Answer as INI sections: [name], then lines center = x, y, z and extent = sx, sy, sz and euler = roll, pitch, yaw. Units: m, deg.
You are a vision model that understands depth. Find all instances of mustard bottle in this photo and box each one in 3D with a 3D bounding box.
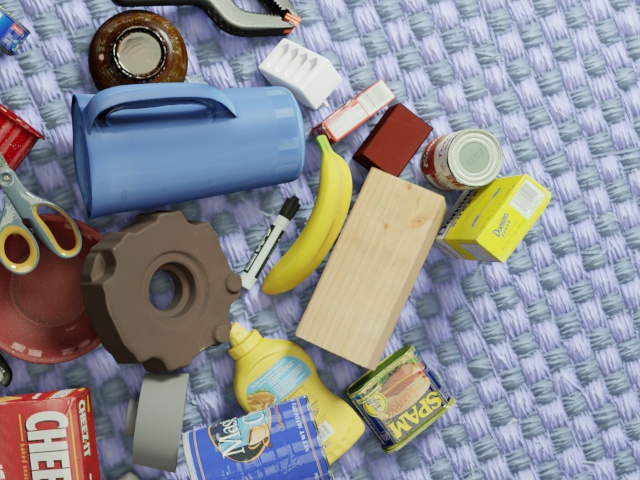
[mustard bottle]
center = -0.043, 0.171, 1.215
extent = 0.096, 0.058, 0.191
euler = -39, 98, -4

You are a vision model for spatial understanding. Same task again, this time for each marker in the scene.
[marker]
center = -0.058, 0.001, 1.230
extent = 0.020, 0.020, 0.121
euler = 32, 85, -10

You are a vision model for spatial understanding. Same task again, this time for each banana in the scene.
[banana]
center = -0.009, -0.015, 1.190
extent = 0.037, 0.070, 0.198
euler = 10, 110, -39

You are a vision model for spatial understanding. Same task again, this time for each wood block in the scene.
[wood block]
center = 0.059, 0.035, 1.206
extent = 0.090, 0.090, 0.206
euler = 24, 86, 13

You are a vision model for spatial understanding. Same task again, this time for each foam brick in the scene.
[foam brick]
center = 0.084, -0.113, 1.240
extent = 0.051, 0.053, 0.078
euler = 37, 84, -9

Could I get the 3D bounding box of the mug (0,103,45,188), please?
[mug]
center = -0.361, -0.108, 1.127
extent = 0.093, 0.117, 0.081
euler = 36, 88, 31

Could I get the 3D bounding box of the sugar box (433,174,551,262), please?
[sugar box]
center = 0.185, -0.024, 1.197
extent = 0.048, 0.176, 0.093
euler = 39, 83, -11

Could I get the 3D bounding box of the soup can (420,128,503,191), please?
[soup can]
center = 0.162, -0.092, 1.230
extent = 0.068, 0.102, 0.068
euler = 0, 91, -11

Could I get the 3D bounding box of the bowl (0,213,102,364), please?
[bowl]
center = -0.296, 0.052, 1.166
extent = 0.162, 0.055, 0.162
euler = 0, 91, -11

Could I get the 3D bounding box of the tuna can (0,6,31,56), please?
[tuna can]
center = -0.354, -0.235, 1.137
extent = 0.086, 0.086, 0.034
euler = 36, 85, -9

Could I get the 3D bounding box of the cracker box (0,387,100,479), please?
[cracker box]
center = -0.347, 0.251, 1.130
extent = 0.213, 0.072, 0.164
euler = -6, 91, 2

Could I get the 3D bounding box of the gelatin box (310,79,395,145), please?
[gelatin box]
center = 0.035, -0.145, 1.220
extent = 0.089, 0.073, 0.030
euler = -37, 96, -8

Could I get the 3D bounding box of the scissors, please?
[scissors]
center = -0.334, -0.046, 1.103
extent = 0.096, 0.016, 0.201
euler = -43, 109, -1

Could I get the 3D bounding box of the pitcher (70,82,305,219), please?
[pitcher]
center = -0.142, -0.108, 1.146
extent = 0.242, 0.149, 0.145
euler = -9, 107, -17

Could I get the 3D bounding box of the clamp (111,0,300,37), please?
[clamp]
center = -0.117, -0.299, 1.200
extent = 0.209, 0.036, 0.164
euler = 20, 70, -18

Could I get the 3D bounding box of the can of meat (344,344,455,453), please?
[can of meat]
center = 0.091, 0.182, 1.243
extent = 0.102, 0.057, 0.084
euler = -36, 94, -9

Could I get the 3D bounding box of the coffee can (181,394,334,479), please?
[coffee can]
center = -0.065, 0.233, 1.136
extent = 0.140, 0.103, 0.103
euler = -18, 94, -3
